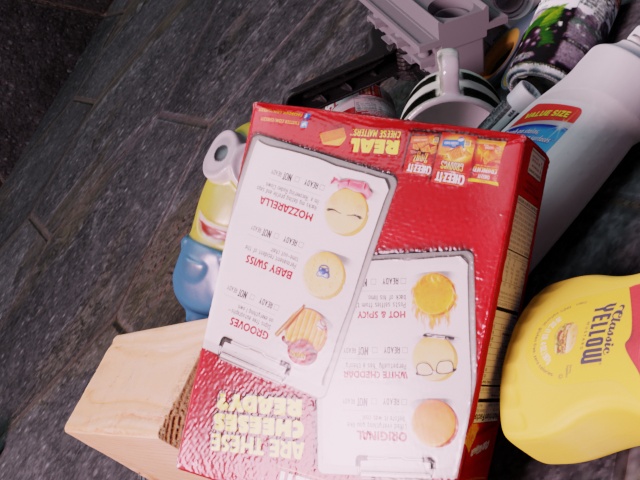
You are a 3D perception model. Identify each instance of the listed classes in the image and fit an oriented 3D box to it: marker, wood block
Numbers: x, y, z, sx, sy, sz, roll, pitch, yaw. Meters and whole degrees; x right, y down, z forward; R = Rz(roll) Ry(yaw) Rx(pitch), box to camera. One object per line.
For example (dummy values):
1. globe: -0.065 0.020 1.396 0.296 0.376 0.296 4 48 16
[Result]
1. marker: 0.106 -0.063 0.742 0.121 0.020 0.020 -47 22 31
2. wood block: -0.096 0.119 0.757 0.206 0.090 0.090 -16 44 61

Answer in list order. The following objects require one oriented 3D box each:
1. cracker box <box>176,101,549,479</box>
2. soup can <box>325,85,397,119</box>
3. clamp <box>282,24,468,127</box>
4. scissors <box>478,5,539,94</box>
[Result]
1. cracker box: 0.024 0.040 0.593 0.164 0.072 0.214 10 87 26
2. soup can: 0.038 -0.088 0.934 0.069 0.068 0.102 -44 25 23
3. clamp: 0.065 -0.158 0.936 0.165 0.036 0.209 3 39 16
4. scissors: 0.184 -0.195 0.869 0.096 0.016 0.201 -12 47 59
